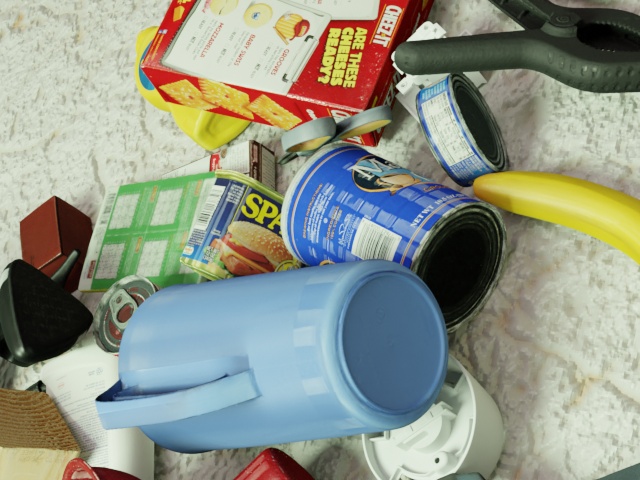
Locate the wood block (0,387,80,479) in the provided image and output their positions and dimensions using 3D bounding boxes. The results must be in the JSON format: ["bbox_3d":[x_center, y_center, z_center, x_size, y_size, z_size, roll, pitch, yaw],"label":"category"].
[{"bbox_3d":[-0.285,0.232,0.882,0.091,0.090,0.206,41,112,48],"label":"wood block"}]

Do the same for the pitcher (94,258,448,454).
[{"bbox_3d":[-0.037,0.085,0.745,0.243,0.144,0.149,-15,48,50],"label":"pitcher"}]

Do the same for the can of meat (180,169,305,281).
[{"bbox_3d":[-0.056,0.001,0.878,0.058,0.102,0.084,11,75,58],"label":"can of meat"}]

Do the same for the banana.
[{"bbox_3d":[0.190,-0.012,0.731,0.198,0.069,0.037,38,135,48],"label":"banana"}]

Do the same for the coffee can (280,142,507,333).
[{"bbox_3d":[0.053,-0.004,0.798,0.140,0.102,0.103,29,85,43],"label":"coffee can"}]

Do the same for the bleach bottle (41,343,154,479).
[{"bbox_3d":[-0.185,0.214,0.885,0.103,0.068,0.251,-23,56,28],"label":"bleach bottle"}]

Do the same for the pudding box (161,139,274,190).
[{"bbox_3d":[-0.095,-0.032,0.968,0.114,0.039,0.090,-20,58,31],"label":"pudding box"}]

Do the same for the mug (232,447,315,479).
[{"bbox_3d":[-0.037,0.203,0.750,0.081,0.117,0.093,-44,88,1],"label":"mug"}]

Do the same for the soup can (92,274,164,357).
[{"bbox_3d":[-0.130,0.079,0.889,0.069,0.102,0.068,-18,57,28],"label":"soup can"}]

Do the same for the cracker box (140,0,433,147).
[{"bbox_3d":[-0.026,-0.183,0.935,0.214,0.072,0.164,15,71,21],"label":"cracker box"}]

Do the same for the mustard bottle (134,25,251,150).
[{"bbox_3d":[-0.133,-0.168,1.059,0.096,0.058,0.192,-50,47,1],"label":"mustard bottle"}]

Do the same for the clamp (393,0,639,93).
[{"bbox_3d":[0.169,-0.145,0.790,0.210,0.036,0.164,23,47,27],"label":"clamp"}]

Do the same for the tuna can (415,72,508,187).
[{"bbox_3d":[0.108,-0.084,0.814,0.034,0.086,0.086,-26,53,25],"label":"tuna can"}]

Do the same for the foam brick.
[{"bbox_3d":[-0.261,0.007,1.062,0.053,0.051,0.078,-32,50,20],"label":"foam brick"}]

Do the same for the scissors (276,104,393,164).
[{"bbox_3d":[0.008,-0.083,0.869,0.096,0.202,0.016,-16,90,0],"label":"scissors"}]
